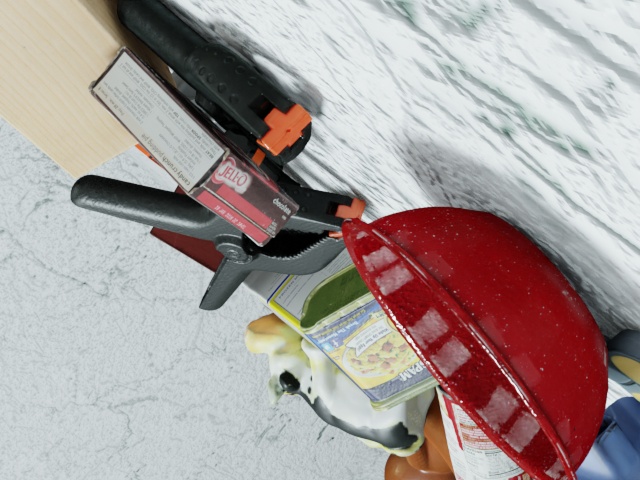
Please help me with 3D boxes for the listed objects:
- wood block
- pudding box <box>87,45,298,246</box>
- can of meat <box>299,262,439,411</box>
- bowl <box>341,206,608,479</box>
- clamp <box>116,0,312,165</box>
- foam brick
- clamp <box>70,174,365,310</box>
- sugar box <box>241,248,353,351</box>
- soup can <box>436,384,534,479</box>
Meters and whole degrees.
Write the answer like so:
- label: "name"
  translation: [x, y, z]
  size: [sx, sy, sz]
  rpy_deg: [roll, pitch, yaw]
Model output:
- label: "wood block"
  translation: [-0.175, -0.136, 0.635]
  size: [0.090, 0.091, 0.206]
  rpy_deg: [66, -171, 31]
- label: "pudding box"
  translation: [-0.074, -0.054, 0.628]
  size: [0.114, 0.039, 0.090]
  rpy_deg: [42, -179, 31]
- label: "can of meat"
  translation: [0.048, 0.055, 0.710]
  size: [0.084, 0.102, 0.057]
  rpy_deg: [46, -147, -20]
- label: "bowl"
  translation: [0.080, 0.039, 0.492]
  size: [0.162, 0.055, 0.162]
  rpy_deg: [51, 172, 9]
- label: "clamp"
  translation: [-0.046, -0.079, 0.607]
  size: [0.120, 0.039, 0.172]
  rpy_deg: [37, -175, -42]
- label: "foam brick"
  translation: [-0.093, -0.007, 0.876]
  size: [0.078, 0.051, 0.053]
  rpy_deg: [31, 176, -2]
- label: "clamp"
  translation: [-0.055, 0.001, 0.763]
  size: [0.210, 0.036, 0.164]
  rpy_deg: [-3, 146, 31]
- label: "sugar box"
  translation: [0.009, 0.035, 0.838]
  size: [0.048, 0.093, 0.176]
  rpy_deg: [46, 173, -28]
- label: "soup can"
  translation: [0.121, 0.130, 0.755]
  size: [0.069, 0.068, 0.102]
  rpy_deg: [34, 145, 53]
